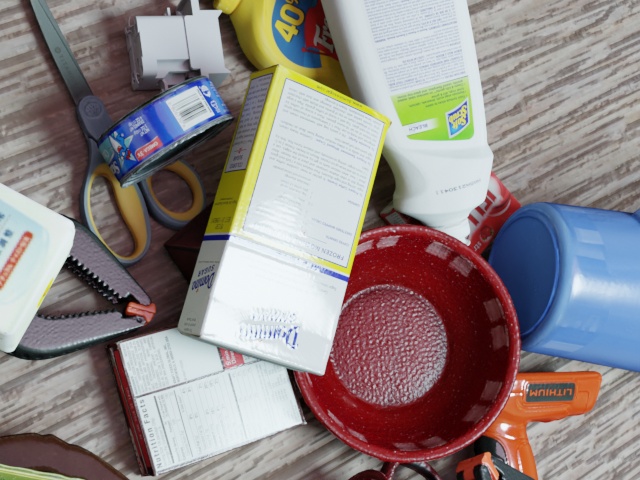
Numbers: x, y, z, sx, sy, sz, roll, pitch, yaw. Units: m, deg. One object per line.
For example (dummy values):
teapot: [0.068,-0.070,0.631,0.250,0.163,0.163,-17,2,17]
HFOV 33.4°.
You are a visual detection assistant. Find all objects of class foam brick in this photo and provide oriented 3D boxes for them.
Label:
foam brick: [-0.055,0.001,0.718,0.078,0.053,0.051,-43,115,-25]

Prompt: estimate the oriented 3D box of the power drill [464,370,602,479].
power drill: [0.172,0.190,0.779,0.184,0.057,0.187,3,78,-23]

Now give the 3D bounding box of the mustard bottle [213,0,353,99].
mustard bottle: [-0.002,-0.155,0.778,0.191,0.058,0.096,23,77,-17]

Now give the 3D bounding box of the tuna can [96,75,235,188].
tuna can: [-0.099,-0.070,0.683,0.086,0.086,0.034,-33,93,-26]

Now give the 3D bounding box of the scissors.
scissors: [-0.136,-0.082,0.727,0.096,0.016,0.202,-9,83,-27]

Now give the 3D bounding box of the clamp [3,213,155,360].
clamp: [-0.205,0.009,0.666,0.209,0.036,0.164,11,75,-17]

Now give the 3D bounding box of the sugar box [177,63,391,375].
sugar box: [-0.022,-0.012,0.678,0.093,0.048,0.176,21,81,-28]

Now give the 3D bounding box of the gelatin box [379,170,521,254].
gelatin box: [0.100,-0.023,0.809,0.073,0.030,0.089,49,65,-8]

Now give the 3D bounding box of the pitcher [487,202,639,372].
pitcher: [0.254,0.032,0.799,0.242,0.145,0.149,9,74,-23]

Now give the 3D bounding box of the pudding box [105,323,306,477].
pudding box: [-0.075,0.096,0.703,0.113,0.039,0.090,-14,86,-24]

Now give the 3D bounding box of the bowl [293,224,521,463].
bowl: [0.054,0.072,0.744,0.162,0.055,0.162,1,81,-10]

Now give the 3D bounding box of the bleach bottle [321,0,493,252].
bleach bottle: [0.058,-0.112,0.735,0.102,0.068,0.251,-15,104,-8]
